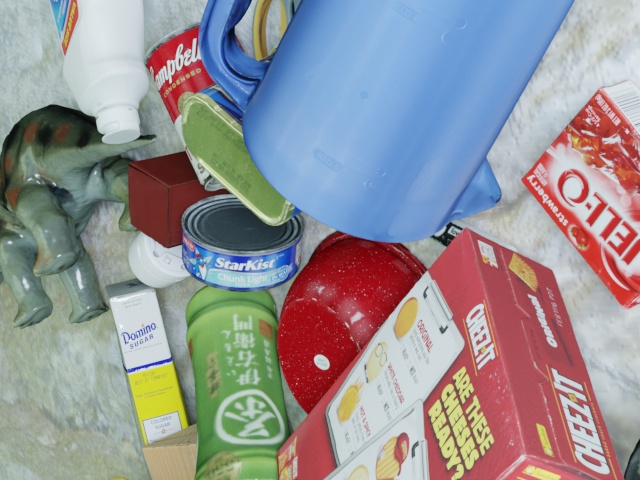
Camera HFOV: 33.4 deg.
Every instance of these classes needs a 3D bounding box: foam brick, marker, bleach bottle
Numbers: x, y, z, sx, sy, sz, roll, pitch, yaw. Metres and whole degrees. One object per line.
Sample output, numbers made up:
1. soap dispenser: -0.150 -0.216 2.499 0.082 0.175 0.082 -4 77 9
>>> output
1. foam brick: -0.097 -0.034 0.795 0.053 0.078 0.051 31 125 41
2. marker: 0.067 -0.011 0.647 0.121 0.020 0.020 31 127 41
3. bleach bottle: -0.167 -0.196 0.787 0.103 0.067 0.251 -30 70 54

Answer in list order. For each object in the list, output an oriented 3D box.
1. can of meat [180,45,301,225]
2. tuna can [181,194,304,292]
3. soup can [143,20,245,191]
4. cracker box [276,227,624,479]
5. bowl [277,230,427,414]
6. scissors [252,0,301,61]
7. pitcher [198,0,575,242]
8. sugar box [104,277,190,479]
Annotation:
1. can of meat: -0.025 -0.067 0.671 0.102 0.083 0.057 41 141 19
2. tuna can: -0.055 0.001 0.750 0.086 0.085 0.034 33 129 40
3. soup can: -0.072 -0.094 0.748 0.069 0.068 0.102 -36 77 51
4. cracker box: 0.057 0.127 0.579 0.214 0.072 0.164 -53 25 31
5. bowl: 0.020 0.075 0.712 0.162 0.055 0.162 23 121 44
6. scissors: -0.011 -0.186 0.676 0.096 0.016 0.202 33 128 38
7. pitcher: 0.050 -0.128 0.526 0.145 0.149 0.243 59 139 32
8. sugar box: -0.145 0.123 0.924 0.093 0.048 0.176 -160 59 -75
